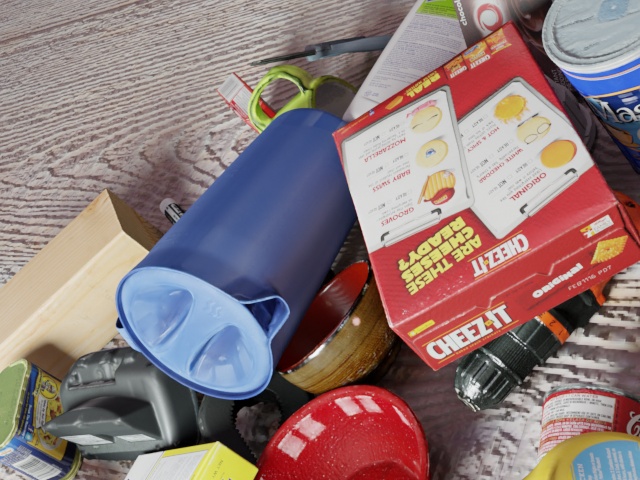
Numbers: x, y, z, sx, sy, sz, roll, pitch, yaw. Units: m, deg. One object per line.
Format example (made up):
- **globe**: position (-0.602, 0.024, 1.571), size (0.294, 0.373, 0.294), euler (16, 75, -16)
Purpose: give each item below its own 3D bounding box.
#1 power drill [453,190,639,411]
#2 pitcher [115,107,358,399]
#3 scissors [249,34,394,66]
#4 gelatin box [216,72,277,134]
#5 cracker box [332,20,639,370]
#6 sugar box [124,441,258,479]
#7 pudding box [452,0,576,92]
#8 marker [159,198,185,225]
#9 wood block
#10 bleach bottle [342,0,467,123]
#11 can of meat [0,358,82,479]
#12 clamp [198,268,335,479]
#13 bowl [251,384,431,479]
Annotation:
- **power drill**: position (0.124, 0.019, 0.795), size (0.184, 0.057, 0.188), euler (-48, 40, -6)
- **pitcher**: position (-0.056, 0.001, 0.868), size (0.149, 0.145, 0.242), euler (24, 47, 11)
- **scissors**: position (0.016, -0.183, 1.020), size (0.096, 0.016, 0.201), euler (-3, 13, 22)
- **gelatin box**: position (-0.061, -0.126, 1.092), size (0.030, 0.073, 0.089), euler (-46, 38, 4)
- **cracker box**: position (0.109, -0.036, 0.755), size (0.164, 0.072, 0.214), euler (-31, 42, 15)
- **sugar box**: position (-0.119, 0.210, 0.828), size (0.093, 0.048, 0.176), euler (-60, 15, -26)
- **pudding box**: position (0.165, -0.172, 0.878), size (0.090, 0.113, 0.039), euler (-5, 21, 42)
- **marker**: position (-0.140, -0.014, 1.116), size (0.020, 0.020, 0.121), euler (-48, 37, 0)
- **wood block**: position (-0.257, 0.060, 1.110), size (0.206, 0.090, 0.091), euler (-42, 37, 7)
- **bleach bottle**: position (0.119, -0.178, 0.963), size (0.103, 0.068, 0.250), euler (20, 65, 26)
- **can of meat**: position (-0.275, 0.176, 1.030), size (0.058, 0.083, 0.102), euler (-25, 43, 27)
- **clamp**: position (-0.065, 0.113, 0.874), size (0.164, 0.036, 0.210), euler (-4, 54, 3)
- **bowl**: position (0.021, 0.185, 0.750), size (0.162, 0.055, 0.162), euler (-26, 42, 27)
